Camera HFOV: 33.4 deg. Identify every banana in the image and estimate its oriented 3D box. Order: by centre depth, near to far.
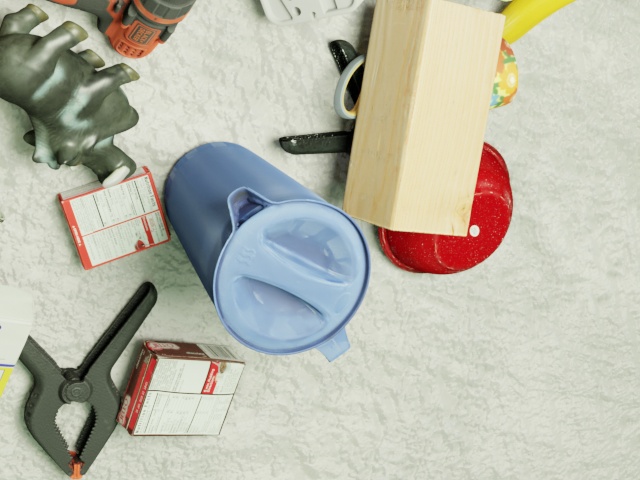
[{"bbox_3d":[0.245,-0.239,1.032,0.198,0.037,0.069,-18,137,25],"label":"banana"}]

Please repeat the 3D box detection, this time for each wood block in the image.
[{"bbox_3d":[0.094,-0.115,0.993,0.090,0.090,0.206,4,99,-33],"label":"wood block"}]

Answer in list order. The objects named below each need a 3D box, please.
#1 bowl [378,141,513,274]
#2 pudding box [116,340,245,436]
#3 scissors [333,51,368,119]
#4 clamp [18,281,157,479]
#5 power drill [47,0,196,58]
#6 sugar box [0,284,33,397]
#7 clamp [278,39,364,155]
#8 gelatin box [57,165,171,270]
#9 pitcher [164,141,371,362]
[{"bbox_3d":[0.143,-0.022,1.104,0.161,0.055,0.162,-15,127,-22],"label":"bowl"},{"bbox_3d":[-0.139,0.150,1.073,0.113,0.039,0.090,10,107,-40],"label":"pudding box"},{"bbox_3d":[0.088,-0.187,1.040,0.096,0.016,0.201,46,75,-30],"label":"scissors"},{"bbox_3d":[-0.251,0.136,1.040,0.164,0.036,0.210,3,109,-23],"label":"clamp"},{"bbox_3d":[-0.193,-0.220,0.859,0.187,0.185,0.057,21,68,-20],"label":"power drill"},{"bbox_3d":[-0.324,0.105,0.954,0.093,0.048,0.176,12,131,-26],"label":"sugar box"},{"bbox_3d":[0.040,-0.104,1.060,0.171,0.039,0.120,38,91,-28],"label":"clamp"},{"bbox_3d":[-0.193,-0.022,1.007,0.089,0.030,0.073,-20,114,-13],"label":"gelatin box"},{"bbox_3d":[-0.056,0.001,0.947,0.144,0.243,0.149,7,107,-23],"label":"pitcher"}]
